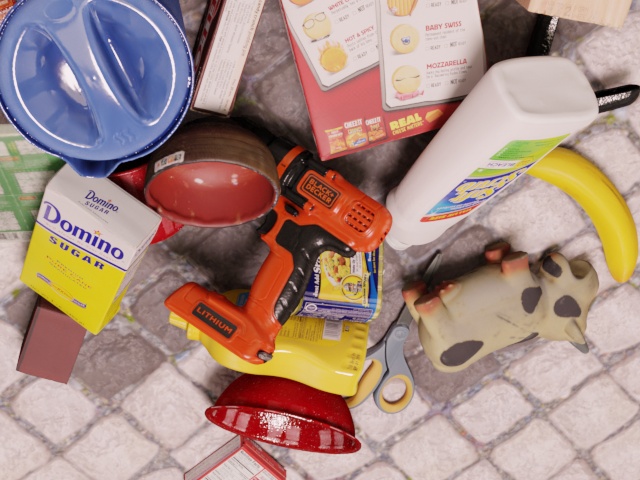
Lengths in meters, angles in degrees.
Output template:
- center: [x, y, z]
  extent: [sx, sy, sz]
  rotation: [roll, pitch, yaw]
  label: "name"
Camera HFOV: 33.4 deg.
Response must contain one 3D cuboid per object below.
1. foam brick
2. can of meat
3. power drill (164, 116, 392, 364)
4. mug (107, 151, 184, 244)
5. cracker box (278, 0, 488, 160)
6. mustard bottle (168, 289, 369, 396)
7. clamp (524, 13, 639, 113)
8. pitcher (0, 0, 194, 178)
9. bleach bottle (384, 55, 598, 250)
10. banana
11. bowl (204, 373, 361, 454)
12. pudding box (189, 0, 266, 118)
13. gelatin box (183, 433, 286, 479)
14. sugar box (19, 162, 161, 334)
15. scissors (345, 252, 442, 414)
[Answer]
- center: [-0.257, 0.089, 1.035]
  extent: [0.051, 0.053, 0.078]
  rotation: [17, 115, -16]
  label: "foam brick"
- center: [0.013, 0.025, 1.015]
  extent: [0.083, 0.057, 0.102]
  rotation: [7, 73, -14]
  label: "can of meat"
- center: [-0.056, 0.001, 0.952]
  extent: [0.184, 0.057, 0.187]
  rotation: [34, 88, 14]
  label: "power drill"
- center: [-0.175, -0.048, 0.961]
  extent: [0.117, 0.093, 0.081]
  rotation: [3, 126, 23]
  label: "mug"
- center: [0.050, -0.194, 0.917]
  extent: [0.164, 0.072, 0.213]
  rotation: [-16, 117, -2]
  label: "cracker box"
- center: [-0.052, 0.091, 1.034]
  extent: [0.191, 0.096, 0.058]
  rotation: [12, 128, -1]
  label: "mustard bottle"
- center: [0.193, -0.133, 0.986]
  extent: [0.171, 0.039, 0.120]
  rotation: [-35, 97, 14]
  label: "clamp"
- center: [-0.162, -0.171, 0.804]
  extent: [0.149, 0.243, 0.145]
  rotation: [-39, 116, 12]
  label: "pitcher"
- center: [0.132, -0.063, 0.952]
  extent: [0.102, 0.068, 0.251]
  rotation: [-8, 156, -30]
  label: "bleach bottle"
- center: [0.265, -0.033, 1.052]
  extent: [0.197, 0.037, 0.070]
  rotation: [41, 135, -21]
  label: "banana"
- center: [-0.033, 0.168, 1.077]
  extent: [0.162, 0.055, 0.162]
  rotation: [11, 158, 4]
  label: "bowl"
- center: [-0.081, -0.172, 0.901]
  extent: [0.039, 0.090, 0.114]
  rotation: [12, 116, -15]
  label: "pudding box"
- center: [-0.092, 0.259, 1.158]
  extent: [0.089, 0.030, 0.073]
  rotation: [-38, 114, 13]
  label: "gelatin box"
- center: [-0.206, 0.009, 0.937]
  extent: [0.093, 0.048, 0.176]
  rotation: [35, 146, 0]
  label: "sugar box"
- center: [0.092, 0.109, 1.112]
  extent: [0.096, 0.016, 0.202]
  rotation: [33, 109, -23]
  label: "scissors"
